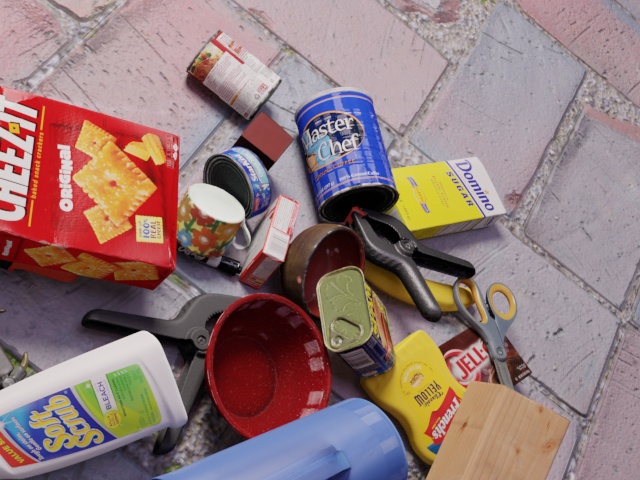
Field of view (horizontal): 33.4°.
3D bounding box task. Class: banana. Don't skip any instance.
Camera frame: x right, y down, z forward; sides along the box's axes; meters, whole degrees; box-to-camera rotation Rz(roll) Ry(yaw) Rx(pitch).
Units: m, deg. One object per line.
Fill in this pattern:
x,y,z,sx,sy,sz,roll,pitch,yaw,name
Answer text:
0.110,0.047,1.323,0.197,0.037,0.069,30,53,-12,banana

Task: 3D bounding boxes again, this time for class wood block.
0.172,0.264,1.144,0.090,0.091,0.206,29,79,-13,wood block

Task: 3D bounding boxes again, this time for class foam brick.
-0.078,-0.105,1.278,0.053,0.078,0.051,40,49,-4,foam brick

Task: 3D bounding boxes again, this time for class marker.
-0.144,0.011,1.210,0.121,0.020,0.020,24,53,-16,marker

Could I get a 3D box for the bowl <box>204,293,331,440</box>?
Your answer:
-0.066,0.139,1.124,0.161,0.055,0.162,14,67,-36,bowl

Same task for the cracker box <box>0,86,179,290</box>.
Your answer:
-0.251,-0.053,1.083,0.213,0.072,0.164,14,59,-27,cracker box

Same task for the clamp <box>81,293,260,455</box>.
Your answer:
-0.143,0.106,1.139,0.209,0.036,0.164,-36,91,-39,clamp

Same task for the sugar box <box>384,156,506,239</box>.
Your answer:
0.155,-0.055,1.404,0.175,0.048,0.093,-12,69,-33,sugar box

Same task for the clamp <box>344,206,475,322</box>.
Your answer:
0.108,0.016,1.293,0.171,0.039,0.120,46,37,13,clamp

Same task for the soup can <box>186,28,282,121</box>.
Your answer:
-0.107,-0.205,1.328,0.102,0.069,0.068,38,51,-6,soup can

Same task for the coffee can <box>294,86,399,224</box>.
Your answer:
0.031,-0.105,1.325,0.102,0.103,0.140,1,63,-30,coffee can

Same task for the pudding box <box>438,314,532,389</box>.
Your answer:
0.191,0.154,1.305,0.113,0.039,0.090,-25,76,-38,pudding box

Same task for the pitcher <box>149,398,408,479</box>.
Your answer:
-0.032,0.237,1.004,0.242,0.149,0.145,-21,119,-34,pitcher

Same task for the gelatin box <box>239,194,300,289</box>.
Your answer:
-0.058,0.001,1.230,0.030,0.073,0.089,25,53,-14,gelatin box

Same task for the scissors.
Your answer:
0.227,0.128,1.304,0.096,0.016,0.202,-12,65,-33,scissors

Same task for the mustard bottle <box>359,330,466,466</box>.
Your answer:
0.139,0.204,1.227,0.096,0.058,0.191,-38,86,-15,mustard bottle

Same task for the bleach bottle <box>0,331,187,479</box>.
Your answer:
-0.258,0.177,0.997,0.250,0.068,0.102,-23,105,-21,bleach bottle

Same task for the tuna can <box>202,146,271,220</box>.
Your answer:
-0.096,-0.065,1.239,0.033,0.086,0.086,-27,78,-40,tuna can

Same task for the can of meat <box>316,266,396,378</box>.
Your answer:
0.041,0.094,1.193,0.084,0.057,0.102,52,23,-50,can of meat
